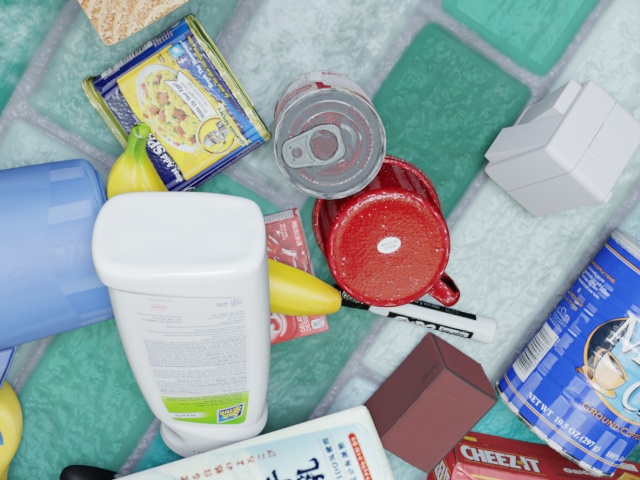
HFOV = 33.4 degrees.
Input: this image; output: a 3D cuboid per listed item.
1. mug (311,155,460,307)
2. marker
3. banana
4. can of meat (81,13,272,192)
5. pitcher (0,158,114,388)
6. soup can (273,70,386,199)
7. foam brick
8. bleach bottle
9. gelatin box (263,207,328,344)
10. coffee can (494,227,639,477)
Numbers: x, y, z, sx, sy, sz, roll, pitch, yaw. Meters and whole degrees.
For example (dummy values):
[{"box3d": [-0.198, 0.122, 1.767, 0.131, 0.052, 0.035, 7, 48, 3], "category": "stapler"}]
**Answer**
[{"box3d": [0.050, 0.004, 0.722, 0.093, 0.081, 0.117, -43, 103, 9], "category": "mug"}, {"box3d": [0.067, 0.051, 0.768, 0.121, 0.020, 0.020, 15, 105, -6], "category": "marker"}, {"box3d": [-0.071, 0.003, 0.688, 0.070, 0.037, 0.197, -18, 135, 38], "category": "banana"}, {"box3d": [-0.092, -0.086, 0.704, 0.084, 0.057, 0.102, -33, 105, 5], "category": "can of meat"}, {"box3d": [-0.250, 0.034, 0.678, 0.242, 0.145, 0.149, -13, 144, -13], "category": "pitcher"}, {"box3d": [0.003, -0.071, 0.688, 0.068, 0.102, 0.068, -1, 106, -3], "category": "soup can"}, {"box3d": [0.078, 0.117, 0.764, 0.051, 0.053, 0.078, 34, 107, -22], "category": "foam brick"}, {"box3d": [-0.084, 0.076, 0.696, 0.102, 0.068, 0.251, 1, 139, -3], "category": "bleach bottle"}, {"box3d": [-0.040, 0.030, 0.752, 0.073, 0.030, 0.089, -14, 106, 2], "category": "gelatin box"}, {"box3d": [0.204, 0.077, 0.738, 0.102, 0.103, 0.140, 33, 102, -11], "category": "coffee can"}]
